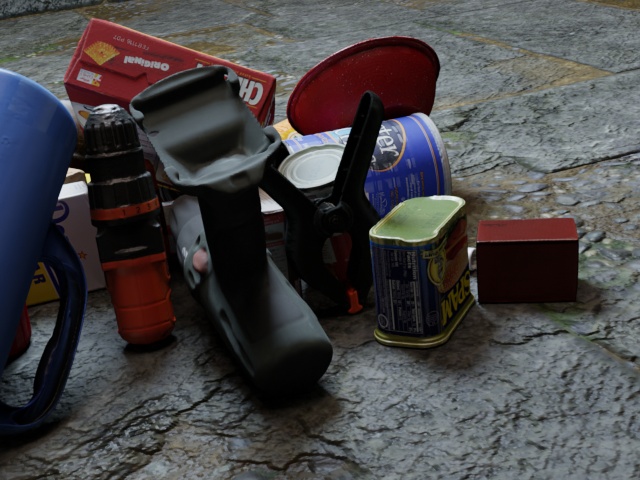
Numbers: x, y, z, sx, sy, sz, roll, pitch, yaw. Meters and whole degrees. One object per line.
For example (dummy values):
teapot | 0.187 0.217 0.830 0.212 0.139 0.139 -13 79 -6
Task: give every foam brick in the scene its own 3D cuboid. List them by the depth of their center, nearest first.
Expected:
foam brick | 0.162 0.015 0.837 0.078 0.051 0.053 -2 20 12

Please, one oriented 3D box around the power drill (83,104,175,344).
power drill | -0.158 -0.023 0.874 0.057 0.184 0.188 -8 11 -7

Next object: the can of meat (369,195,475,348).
can of meat | 0.076 0.020 0.801 0.058 0.084 0.102 4 22 25

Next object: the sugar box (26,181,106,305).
sugar box | -0.278 0.013 0.914 0.176 0.093 0.048 -13 22 -16

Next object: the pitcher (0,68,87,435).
pitcher | -0.242 0.008 0.727 0.145 0.149 0.242 2 58 18

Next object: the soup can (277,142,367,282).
soup can | 0.008 -0.021 0.885 0.068 0.102 0.068 -11 35 8

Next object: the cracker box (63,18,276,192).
cracker box | -0.128 -0.105 0.958 0.164 0.072 0.214 17 -15 0

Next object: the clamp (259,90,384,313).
clamp | 0.014 -0.029 0.816 0.120 0.171 0.039 -24 27 -1

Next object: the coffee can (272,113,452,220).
coffee can | 0.037 -0.055 0.989 0.140 0.103 0.103 -12 21 -15

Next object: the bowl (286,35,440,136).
bowl | 0.051 -0.126 1.046 0.162 0.162 0.055 -12 63 -16
